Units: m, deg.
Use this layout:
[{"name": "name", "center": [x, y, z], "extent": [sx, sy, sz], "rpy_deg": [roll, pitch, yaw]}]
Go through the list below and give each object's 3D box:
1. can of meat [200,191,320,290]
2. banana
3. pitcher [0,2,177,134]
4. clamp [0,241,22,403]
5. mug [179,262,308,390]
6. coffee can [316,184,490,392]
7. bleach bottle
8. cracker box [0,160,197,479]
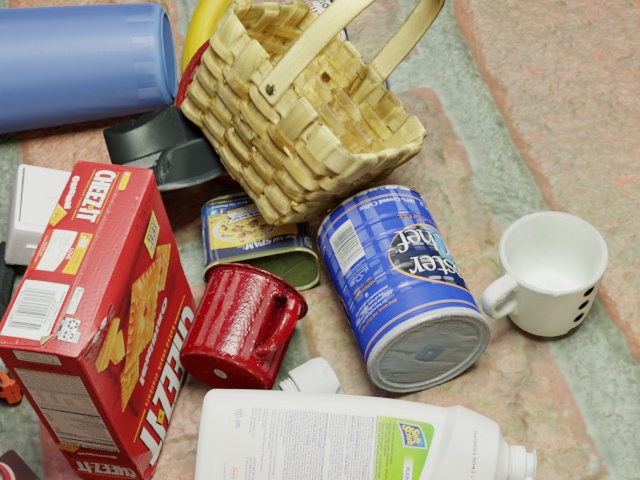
[{"name": "can of meat", "center": [-0.056, 0.001, 0.958], "extent": [0.102, 0.057, 0.084], "rpy_deg": [-10, 50, 0]}, {"name": "banana", "center": [-0.118, -0.216, 1.132], "extent": [0.037, 0.070, 0.197], "rpy_deg": [27, 56, -26]}, {"name": "pitcher", "center": [-0.274, -0.181, 1.097], "extent": [0.243, 0.145, 0.149], "rpy_deg": [-5, 64, 1]}, {"name": "clamp", "center": [-0.314, 0.079, 0.951], "extent": [0.120, 0.039, 0.171], "rpy_deg": [-23, 49, -8]}, {"name": "mug", "center": [-0.058, 0.075, 0.874], "extent": [0.117, 0.093, 0.081], "rpy_deg": [-15, 46, 47]}, {"name": "coffee can", "center": [0.066, 0.039, 0.881], "extent": [0.102, 0.103, 0.140], "rpy_deg": [-18, 52, -5]}, {"name": "bleach bottle", "center": [0.035, 0.170, 0.807], "extent": [0.251, 0.068, 0.102], "rpy_deg": [4, 81, 5]}, {"name": "cracker box", "center": [-0.159, 0.070, 0.823], "extent": [0.072, 0.214, 0.164], "rpy_deg": [7, 55, 12]}]
